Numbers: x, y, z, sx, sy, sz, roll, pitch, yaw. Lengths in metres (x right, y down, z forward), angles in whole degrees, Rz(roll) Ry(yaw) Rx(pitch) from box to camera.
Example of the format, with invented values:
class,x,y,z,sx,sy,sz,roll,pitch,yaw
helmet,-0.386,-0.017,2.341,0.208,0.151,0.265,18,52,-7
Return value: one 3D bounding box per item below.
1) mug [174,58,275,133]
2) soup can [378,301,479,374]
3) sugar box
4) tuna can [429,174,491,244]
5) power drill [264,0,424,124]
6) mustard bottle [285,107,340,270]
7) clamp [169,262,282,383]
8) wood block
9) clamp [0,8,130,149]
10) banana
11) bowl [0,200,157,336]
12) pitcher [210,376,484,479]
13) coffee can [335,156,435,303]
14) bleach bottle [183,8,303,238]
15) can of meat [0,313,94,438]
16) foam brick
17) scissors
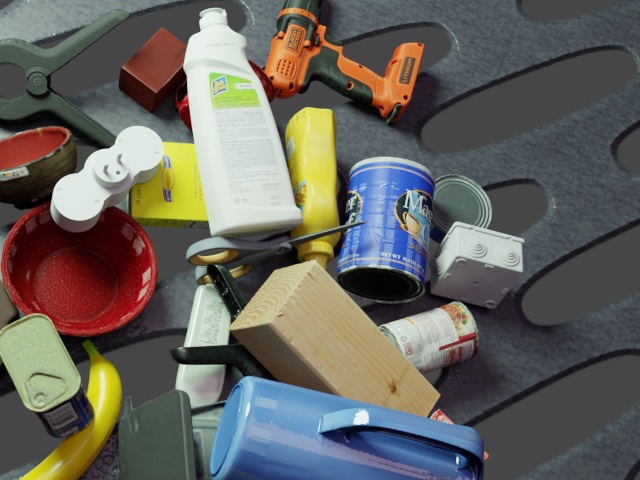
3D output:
class,x,y,z,sx,sy,sz,roll,pitch,yaw
mug,-0.122,-0.166,1.254,0.117,0.093,0.081,19,64,27
soup can,0.119,0.115,1.208,0.102,0.069,0.068,-16,73,-21
sugar box,-0.130,-0.061,1.214,0.176,0.048,0.093,1,76,-16
tuna can,0.164,-0.035,1.305,0.086,0.034,0.086,6,66,-14
power drill,0.032,-0.239,1.343,0.187,0.057,0.184,18,67,-5
mustard bottle,-0.008,-0.049,1.225,0.058,0.096,0.191,4,66,-15
clamp,-0.074,0.101,1.150,0.171,0.039,0.120,27,67,-28
wood block,0.016,0.128,1.122,0.206,0.090,0.090,48,60,-16
clamp,-0.310,-0.188,1.200,0.210,0.036,0.164,7,100,-7
banana,-0.252,0.199,1.084,0.070,0.037,0.197,18,61,12
bowl,-0.257,0.036,1.135,0.162,0.055,0.162,8,61,-15
pitcher,0.028,0.206,1.011,0.242,0.145,0.149,18,97,-12
coffee can,0.076,-0.011,1.230,0.102,0.103,0.140,13,65,-11
bleach bottle,-0.091,-0.132,1.172,0.102,0.068,0.251,-6,81,-29
can of meat,-0.268,0.136,1.050,0.057,0.084,0.102,-28,62,-15
foam brick,-0.194,-0.201,1.262,0.053,0.051,0.078,38,63,1
scissors,-0.058,0.001,1.149,0.202,0.096,0.016,-24,60,20
